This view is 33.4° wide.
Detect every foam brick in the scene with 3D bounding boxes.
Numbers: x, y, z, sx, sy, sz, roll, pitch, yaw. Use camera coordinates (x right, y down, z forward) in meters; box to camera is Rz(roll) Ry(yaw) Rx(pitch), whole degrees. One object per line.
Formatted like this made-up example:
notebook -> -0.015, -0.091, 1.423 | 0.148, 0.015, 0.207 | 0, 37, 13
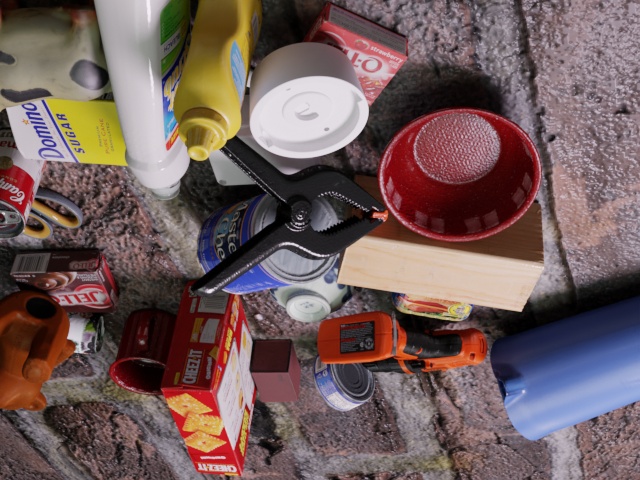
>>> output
foam brick -> -0.059, 0.176, 1.435 | 0.053, 0.051, 0.078 | -1, 141, 9

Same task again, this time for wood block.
wood block -> 0.129, 0.003, 1.158 | 0.206, 0.090, 0.090 | 9, 142, -3

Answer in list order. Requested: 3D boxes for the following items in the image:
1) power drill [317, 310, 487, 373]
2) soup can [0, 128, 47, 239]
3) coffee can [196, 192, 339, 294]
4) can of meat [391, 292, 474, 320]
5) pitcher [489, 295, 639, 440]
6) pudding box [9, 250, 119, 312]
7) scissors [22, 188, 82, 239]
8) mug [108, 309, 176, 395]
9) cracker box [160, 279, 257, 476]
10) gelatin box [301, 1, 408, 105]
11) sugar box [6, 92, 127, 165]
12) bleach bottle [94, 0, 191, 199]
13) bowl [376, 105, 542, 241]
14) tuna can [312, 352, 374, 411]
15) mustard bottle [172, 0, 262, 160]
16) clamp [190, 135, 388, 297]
power drill -> 0.083, 0.129, 1.300 | 0.185, 0.057, 0.187 | -14, 163, 38
soup can -> -0.336, -0.061, 1.138 | 0.068, 0.102, 0.068 | 4, 142, 3
coffee can -> -0.057, 0.001, 1.138 | 0.102, 0.102, 0.141 | 28, 160, -25
can of meat -> 0.138, 0.047, 1.240 | 0.102, 0.057, 0.084 | 10, 144, -3
pitcher -> 0.342, 0.143, 1.287 | 0.243, 0.149, 0.145 | -25, 117, 29
pudding box -> -0.316, 0.052, 1.328 | 0.113, 0.039, 0.090 | 0, 142, 9
scissors -> -0.371, -0.055, 1.220 | 0.201, 0.016, 0.096 | 26, 138, -22
mug -> -0.223, 0.137, 1.386 | 0.093, 0.081, 0.117 | 3, 142, 4
cracker box -> -0.136, 0.177, 1.357 | 0.072, 0.164, 0.214 | 2, 141, 9
gelatin box -> 0.027, -0.173, 1.001 | 0.089, 0.030, 0.073 | 21, 139, -17
sugar box -> -0.227, -0.122, 1.091 | 0.176, 0.048, 0.093 | 2, 140, 3
bleach bottle -> -0.151, -0.145, 0.979 | 0.068, 0.102, 0.251 | 12, 135, 13
bowl -> 0.138, -0.077, 1.070 | 0.162, 0.055, 0.162 | 3, 129, 3
tuna can -> 0.031, 0.177, 1.396 | 0.086, 0.086, 0.034 | 34, 133, -30
mustard bottle -> -0.090, -0.144, 0.925 | 0.058, 0.191, 0.096 | 5, 142, 2
clamp -> -0.033, -0.018, 1.043 | 0.209, 0.164, 0.036 | 8, -174, -28
